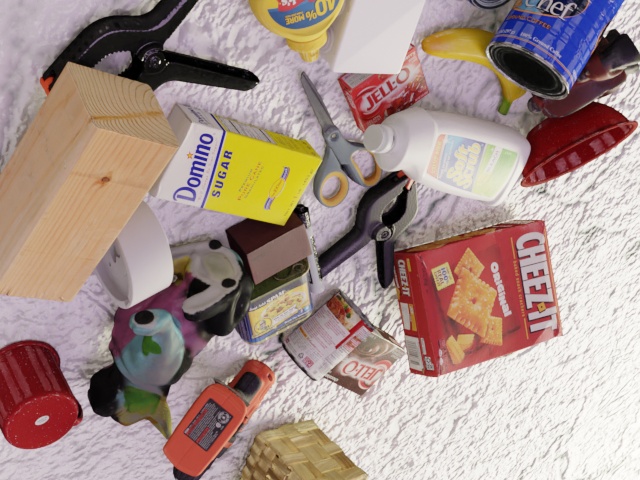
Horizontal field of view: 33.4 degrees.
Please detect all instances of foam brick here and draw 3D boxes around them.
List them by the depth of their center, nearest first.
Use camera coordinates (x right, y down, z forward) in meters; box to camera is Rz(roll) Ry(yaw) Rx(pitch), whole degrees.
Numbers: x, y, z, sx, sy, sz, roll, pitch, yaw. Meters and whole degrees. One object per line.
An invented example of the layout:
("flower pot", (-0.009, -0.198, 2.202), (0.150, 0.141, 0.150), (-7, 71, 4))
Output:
("foam brick", (-0.058, 0.001, 1.202), (0.078, 0.051, 0.053), (-28, 137, -15))

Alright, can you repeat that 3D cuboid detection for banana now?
("banana", (0.191, -0.202, 1.220), (0.197, 0.037, 0.070), (27, 104, -47))

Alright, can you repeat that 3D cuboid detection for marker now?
("marker", (-0.014, 0.010, 1.251), (0.020, 0.020, 0.121), (-24, 126, -19))

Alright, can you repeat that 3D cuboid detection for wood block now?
("wood block", (-0.228, -0.047, 0.973), (0.090, 0.090, 0.206), (11, 129, -43))

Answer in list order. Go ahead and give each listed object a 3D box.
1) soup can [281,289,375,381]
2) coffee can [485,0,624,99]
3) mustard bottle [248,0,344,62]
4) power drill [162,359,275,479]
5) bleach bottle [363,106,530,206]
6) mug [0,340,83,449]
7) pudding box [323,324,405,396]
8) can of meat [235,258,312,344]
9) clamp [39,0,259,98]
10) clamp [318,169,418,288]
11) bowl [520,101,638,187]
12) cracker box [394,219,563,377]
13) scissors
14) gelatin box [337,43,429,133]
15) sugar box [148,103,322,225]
("soup can", (0.010, 0.120, 1.346), (0.102, 0.069, 0.068), (-42, 139, 3))
("coffee can", (0.259, -0.240, 1.161), (0.140, 0.103, 0.102), (-58, 140, -7))
("mustard bottle", (-0.024, -0.249, 1.001), (0.096, 0.058, 0.191), (-26, 138, -13))
("power drill", (-0.131, 0.226, 1.275), (0.184, 0.057, 0.187), (-55, 176, 1))
("bleach bottle", (0.138, -0.098, 1.229), (0.250, 0.068, 0.103), (3, 123, -47))
("mug", (-0.302, 0.171, 1.144), (0.093, 0.082, 0.117), (-47, 139, 8))
("pudding box", (0.050, 0.154, 1.428), (0.090, 0.039, 0.113), (-47, 139, 8))
("can of meat", (-0.060, 0.065, 1.253), (0.102, 0.057, 0.084), (-26, 139, -16))
("clamp", (-0.155, -0.183, 0.976), (0.209, 0.036, 0.164), (-19, 136, -19))
("clamp", (0.075, -0.010, 1.302), (0.120, 0.039, 0.172), (16, 118, -44))
("bowl", (0.311, -0.128, 1.335), (0.162, 0.055, 0.162), (-24, 168, -6))
("cracker box", (0.207, 0.072, 1.393), (0.213, 0.072, 0.164), (-14, 97, -27))
("scissors", (0.002, -0.101, 1.184), (0.096, 0.016, 0.201), (-46, 139, 6))
("gelatin box", (0.070, -0.168, 1.165), (0.089, 0.030, 0.073), (-35, 139, -7))
("sugar box", (-0.091, -0.075, 1.113), (0.175, 0.048, 0.093), (9, 119, -43))
